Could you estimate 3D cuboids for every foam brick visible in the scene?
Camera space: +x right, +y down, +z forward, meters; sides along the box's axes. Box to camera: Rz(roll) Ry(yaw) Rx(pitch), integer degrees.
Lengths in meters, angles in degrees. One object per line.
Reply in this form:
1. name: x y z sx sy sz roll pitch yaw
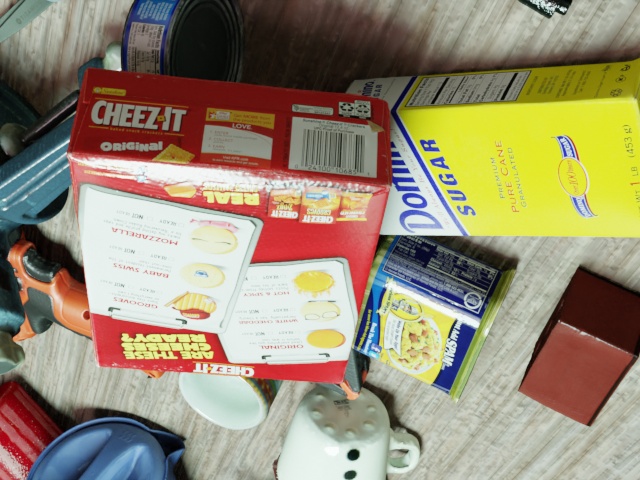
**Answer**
1. foam brick: 0.165 0.067 0.667 0.051 0.053 0.078 24 136 8

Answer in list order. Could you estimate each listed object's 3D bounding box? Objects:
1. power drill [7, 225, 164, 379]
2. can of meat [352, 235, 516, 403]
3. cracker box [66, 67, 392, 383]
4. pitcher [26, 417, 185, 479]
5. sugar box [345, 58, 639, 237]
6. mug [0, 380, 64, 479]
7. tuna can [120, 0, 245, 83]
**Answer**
1. power drill: -0.199 0.027 0.837 0.188 0.057 0.184 17 139 20
2. can of meat: 0.070 0.047 0.700 0.084 0.057 0.102 24 138 10
3. cracker box: -0.054 0.001 0.627 0.164 0.072 0.214 5 144 -3
4. pitcher: -0.188 0.295 1.017 0.149 0.145 0.243 1 135 16
5. sugar box: 0.101 -0.048 0.601 0.176 0.048 0.093 -2 129 30
6. mug: -0.302 0.189 1.034 0.081 0.093 0.117 51 170 -14
7. tuna can: -0.079 -0.108 0.618 0.034 0.086 0.086 11 134 23
